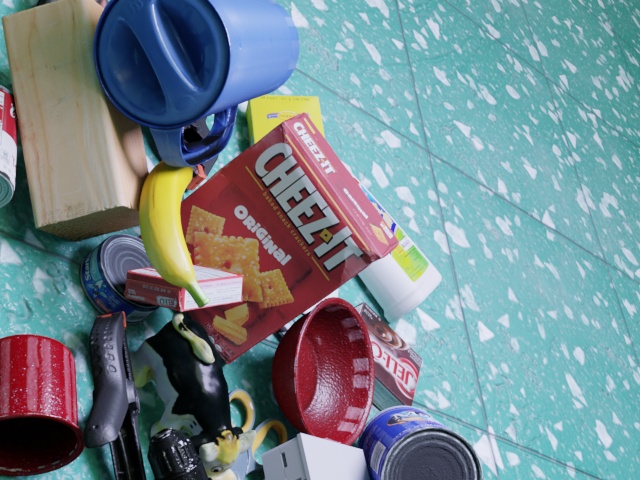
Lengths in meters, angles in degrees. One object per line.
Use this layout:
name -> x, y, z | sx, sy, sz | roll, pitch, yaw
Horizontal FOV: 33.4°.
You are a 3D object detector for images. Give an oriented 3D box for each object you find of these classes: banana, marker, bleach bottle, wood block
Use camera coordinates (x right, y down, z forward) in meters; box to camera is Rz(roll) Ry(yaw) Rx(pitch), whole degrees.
banana -> -0.139, -0.024, 0.983 | 0.069, 0.037, 0.198 | 54, 17, -42
marker -> -0.032, 0.109, 1.188 | 0.121, 0.020, 0.020 | 50, 33, -5
bleach bottle -> 0.048, -0.021, 1.372 | 0.251, 0.068, 0.102 | 51, 33, 0
wood block -> -0.227, -0.113, 1.012 | 0.090, 0.090, 0.206 | 34, 43, -75

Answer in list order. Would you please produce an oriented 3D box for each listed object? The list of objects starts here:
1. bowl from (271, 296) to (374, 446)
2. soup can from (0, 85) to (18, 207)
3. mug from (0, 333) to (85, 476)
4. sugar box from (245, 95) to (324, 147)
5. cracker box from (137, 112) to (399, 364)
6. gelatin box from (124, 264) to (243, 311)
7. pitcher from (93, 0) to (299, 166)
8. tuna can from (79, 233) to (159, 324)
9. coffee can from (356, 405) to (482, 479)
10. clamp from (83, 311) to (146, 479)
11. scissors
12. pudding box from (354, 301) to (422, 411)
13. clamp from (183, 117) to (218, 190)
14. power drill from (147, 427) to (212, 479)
bowl -> -0.004, 0.141, 1.128 | 0.161, 0.055, 0.162 | 12, 76, -57
soup can -> -0.310, -0.085, 0.967 | 0.068, 0.069, 0.102 | 24, 43, -38
mug -> -0.246, 0.129, 0.845 | 0.117, 0.093, 0.081 | -3, 50, -11
sugar box -> -0.039, -0.104, 1.317 | 0.093, 0.048, 0.176 | -1, 51, -11
cracker box -> -0.057, 0.001, 1.070 | 0.164, 0.214, 0.072 | 54, 24, -1
gelatin box -> -0.128, 0.044, 1.008 | 0.089, 0.073, 0.030 | -7, 104, -55
pitcher -> -0.107, -0.176, 1.043 | 0.145, 0.149, 0.242 | 46, 21, 4
tuna can -> -0.189, 0.037, 1.040 | 0.086, 0.034, 0.086 | 32, 38, -30
coffee can -> 0.099, 0.232, 1.103 | 0.103, 0.102, 0.140 | 51, -6, -5
clamp -> -0.175, 0.135, 0.903 | 0.164, 0.036, 0.210 | 85, -7, -51
scissors -> -0.093, 0.209, 1.018 | 0.096, 0.016, 0.201 | 57, 32, 0
pudding box -> 0.068, 0.142, 1.265 | 0.113, 0.039, 0.090 | 43, 34, -16
clamp -> -0.167, -0.137, 1.229 | 0.120, 0.039, 0.171 | 15, 45, -30
power drill -> -0.082, 0.245, 0.847 | 0.057, 0.188, 0.184 | -25, 95, -13
